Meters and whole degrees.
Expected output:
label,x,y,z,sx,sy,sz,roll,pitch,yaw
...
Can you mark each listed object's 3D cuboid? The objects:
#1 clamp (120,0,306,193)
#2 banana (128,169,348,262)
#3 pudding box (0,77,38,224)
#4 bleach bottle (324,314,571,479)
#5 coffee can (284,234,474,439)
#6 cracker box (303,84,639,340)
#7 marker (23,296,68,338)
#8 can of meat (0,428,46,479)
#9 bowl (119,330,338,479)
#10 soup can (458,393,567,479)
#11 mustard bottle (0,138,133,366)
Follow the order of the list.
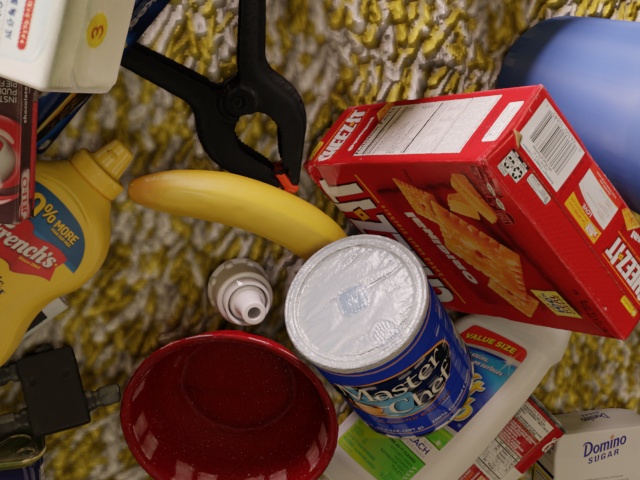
label,x,y,z,sx,sy,sz,roll,pitch,yaw
clamp,-0.071,-0.103,0.754,0.120,0.039,0.171,-18,114,8
banana,-0.040,-0.009,0.771,0.197,0.037,0.070,30,119,-28
pudding box,-0.231,-0.059,0.651,0.113,0.039,0.090,5,97,5
bleach bottle,0.110,0.113,0.854,0.251,0.103,0.068,-48,150,-5
coffee can,0.046,0.073,0.779,0.103,0.103,0.140,-38,144,-2
cracker box,0.105,-0.018,0.732,0.164,0.214,0.072,48,69,-24
marker,-0.237,0.076,0.771,0.121,0.020,0.020,-36,114,-3
can of meat,-0.251,0.187,0.783,0.102,0.057,0.084,-5,110,-15
bowl,-0.065,0.124,0.802,0.162,0.055,0.162,2,119,4
soup can,0.145,0.169,0.888,0.102,0.068,0.068,-44,114,1
mustard bottle,-0.203,0.002,0.734,0.191,0.058,0.096,-44,91,-1
